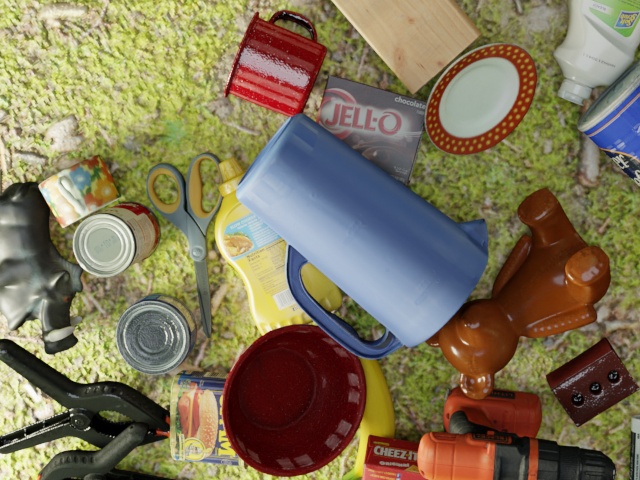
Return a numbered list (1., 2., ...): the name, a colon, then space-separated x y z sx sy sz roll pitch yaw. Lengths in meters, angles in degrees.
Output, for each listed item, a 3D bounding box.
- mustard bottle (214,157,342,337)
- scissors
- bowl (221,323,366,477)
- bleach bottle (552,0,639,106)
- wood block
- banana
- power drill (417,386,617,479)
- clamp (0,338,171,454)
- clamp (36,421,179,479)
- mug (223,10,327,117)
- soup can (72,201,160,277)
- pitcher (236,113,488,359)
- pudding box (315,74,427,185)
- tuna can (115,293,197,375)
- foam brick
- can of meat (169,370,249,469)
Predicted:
1. mustard bottle: -0.057 0.001 1.130 0.096 0.058 0.191 -26 95 6
2. scissors: -0.150 0.001 1.161 0.096 0.016 0.202 11 99 6
3. bowl: -0.035 0.161 1.114 0.161 0.055 0.162 -3 98 -24
4. bleach bottle: 0.290 -0.259 1.057 0.102 0.068 0.251 22 102 2
5. wood block: 0.060 -0.253 1.065 0.090 0.090 0.206 -41 92 9
6. banana: 0.043 0.173 1.156 0.069 0.037 0.198 -7 97 6
7. power drill: 0.192 0.200 1.069 0.184 0.187 0.057 6 97 6
8. clamp: -0.268 0.195 1.179 0.210 0.036 0.165 16 126 -7
9. clamp: -0.241 0.250 1.178 0.171 0.039 0.120 -8 121 7
10. mug: -0.040 -0.185 1.094 0.081 0.093 0.117 22 63 -3
11. soup can: -0.213 -0.002 1.123 0.068 0.102 0.068 1 98 6
12. pitcher: 0.032 -0.006 1.066 0.242 0.149 0.145 38 143 -8
13. pudding box: 0.050 -0.115 1.112 0.113 0.039 0.090 16 100 4
14. tuna can: -0.180 0.103 1.170 0.086 0.033 0.086 1 98 6
15. foam brick: 0.285 0.149 1.121 0.078 0.051 0.053 -35 94 9
16. can of meat: -0.117 0.194 1.166 0.084 0.057 0.102 4 98 8
